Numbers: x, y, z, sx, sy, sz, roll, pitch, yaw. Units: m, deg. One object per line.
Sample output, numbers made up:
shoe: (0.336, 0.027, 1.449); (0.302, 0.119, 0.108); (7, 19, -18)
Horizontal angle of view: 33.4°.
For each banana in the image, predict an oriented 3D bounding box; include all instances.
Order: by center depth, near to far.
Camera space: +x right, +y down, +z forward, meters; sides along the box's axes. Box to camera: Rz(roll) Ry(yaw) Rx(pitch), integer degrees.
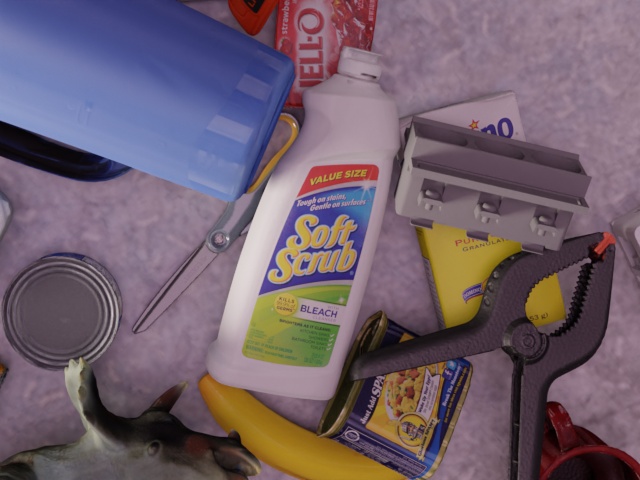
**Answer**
banana: (-0.002, 0.153, 0.819); (0.197, 0.037, 0.069); (12, 67, -8)

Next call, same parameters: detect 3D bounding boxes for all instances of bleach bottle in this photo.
bleach bottle: (-0.007, -0.015, 0.767); (0.102, 0.068, 0.251); (11, 102, -12)

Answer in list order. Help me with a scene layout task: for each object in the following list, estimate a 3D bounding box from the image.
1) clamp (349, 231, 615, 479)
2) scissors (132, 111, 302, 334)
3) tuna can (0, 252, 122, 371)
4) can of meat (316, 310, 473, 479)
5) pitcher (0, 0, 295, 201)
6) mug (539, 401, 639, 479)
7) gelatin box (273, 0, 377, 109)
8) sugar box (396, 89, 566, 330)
clamp: (0.147, 0.083, 0.763); (0.210, 0.036, 0.164); (-42, 93, -10)
scissors: (-0.055, 0.001, 0.806); (0.096, 0.016, 0.202); (27, 94, -7)
tuna can: (-0.191, 0.052, 0.793); (0.086, 0.034, 0.086); (0, 97, -4)
can of meat: (0.057, 0.117, 0.792); (0.084, 0.057, 0.102); (28, 67, -7)
pitcher: (-0.149, -0.111, 0.728); (0.243, 0.149, 0.145); (23, 83, -3)
mug: (0.190, 0.177, 0.809); (0.093, 0.081, 0.117); (-21, 98, -2)
gelatin box: (0.002, -0.140, 0.786); (0.073, 0.030, 0.089); (5, 96, -4)
sugar box: (0.118, -0.016, 0.801); (0.093, 0.048, 0.176); (-16, 99, -3)
